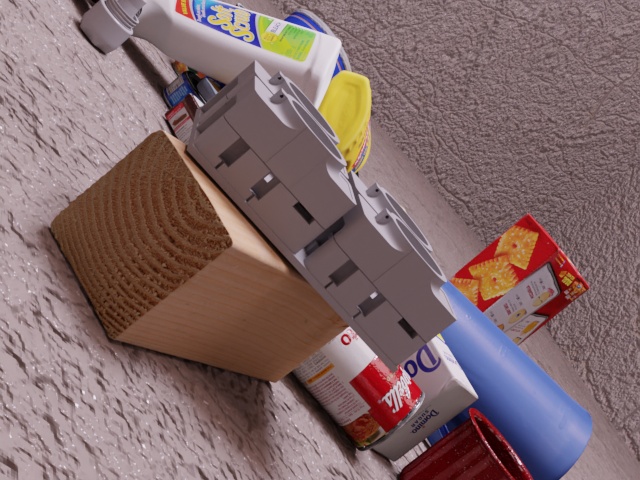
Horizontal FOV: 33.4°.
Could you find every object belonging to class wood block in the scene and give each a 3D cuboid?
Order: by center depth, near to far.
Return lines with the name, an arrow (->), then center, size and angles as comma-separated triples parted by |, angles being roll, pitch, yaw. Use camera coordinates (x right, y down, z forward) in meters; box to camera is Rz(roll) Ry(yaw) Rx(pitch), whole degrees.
wood block -> -0.061, 0.019, 0.679 | 0.090, 0.091, 0.205 | 56, 11, 25

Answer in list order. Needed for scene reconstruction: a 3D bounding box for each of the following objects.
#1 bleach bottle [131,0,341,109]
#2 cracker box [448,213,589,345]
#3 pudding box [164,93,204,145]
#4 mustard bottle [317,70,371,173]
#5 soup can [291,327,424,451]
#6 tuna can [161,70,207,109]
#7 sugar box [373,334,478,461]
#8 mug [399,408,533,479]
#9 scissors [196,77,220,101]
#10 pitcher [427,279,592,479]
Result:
bleach bottle -> -0.110, -0.206, 1.095 | 0.251, 0.068, 0.102 | 20, 40, 2
cracker box -> 0.212, 0.079, 1.313 | 0.072, 0.214, 0.164 | 55, 11, 30
pudding box -> -0.093, -0.081, 1.042 | 0.113, 0.039, 0.090 | 42, 12, -50
mustard bottle -> 0.027, -0.119, 1.223 | 0.058, 0.096, 0.191 | 17, -9, 6
soup can -> 0.022, 0.101, 0.822 | 0.102, 0.068, 0.068 | 50, 10, -5
tuna can -> -0.124, -0.135, 1.108 | 0.086, 0.034, 0.086 | 49, 10, -13
sugar box -> 0.054, 0.092, 0.921 | 0.048, 0.093, 0.176 | 40, 14, -41
mug -> 0.122, 0.204, 0.856 | 0.093, 0.081, 0.117 | 44, 13, -37
scissors -> -0.101, -0.129, 1.016 | 0.096, 0.016, 0.201 | 49, 7, 11
pitcher -> 0.149, 0.149, 1.086 | 0.242, 0.145, 0.149 | 46, -2, -10
